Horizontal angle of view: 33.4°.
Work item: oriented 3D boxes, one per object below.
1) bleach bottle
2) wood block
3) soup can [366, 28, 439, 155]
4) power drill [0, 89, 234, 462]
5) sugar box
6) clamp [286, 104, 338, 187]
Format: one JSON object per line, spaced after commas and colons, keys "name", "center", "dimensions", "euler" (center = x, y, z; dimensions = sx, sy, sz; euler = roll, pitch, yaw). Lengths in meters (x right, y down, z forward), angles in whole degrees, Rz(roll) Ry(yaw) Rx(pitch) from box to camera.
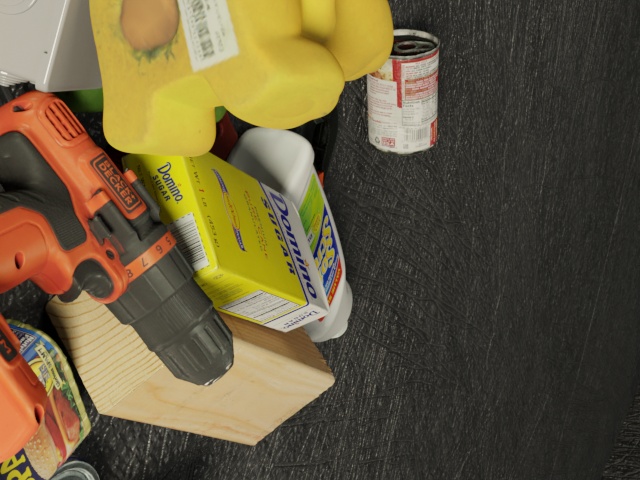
{"name": "bleach bottle", "center": [-0.017, 0.014, 0.914], "dimensions": [0.102, 0.068, 0.250], "euler": [-65, 154, -21]}
{"name": "wood block", "center": [-0.082, 0.074, 0.751], "dimensions": [0.090, 0.091, 0.205], "euler": [-39, 153, 9]}
{"name": "soup can", "center": [0.078, -0.140, 1.009], "dimensions": [0.068, 0.069, 0.102], "euler": [-43, 140, -46]}
{"name": "power drill", "center": [-0.126, 0.027, 0.510], "dimensions": [0.184, 0.057, 0.187], "euler": [52, 24, -8]}
{"name": "sugar box", "center": [-0.054, 0.001, 0.689], "dimensions": [0.176, 0.048, 0.093], "euler": [23, 45, -64]}
{"name": "clamp", "center": [-0.005, -0.124, 0.892], "dimensions": [0.120, 0.039, 0.171], "euler": [-44, 146, -39]}
